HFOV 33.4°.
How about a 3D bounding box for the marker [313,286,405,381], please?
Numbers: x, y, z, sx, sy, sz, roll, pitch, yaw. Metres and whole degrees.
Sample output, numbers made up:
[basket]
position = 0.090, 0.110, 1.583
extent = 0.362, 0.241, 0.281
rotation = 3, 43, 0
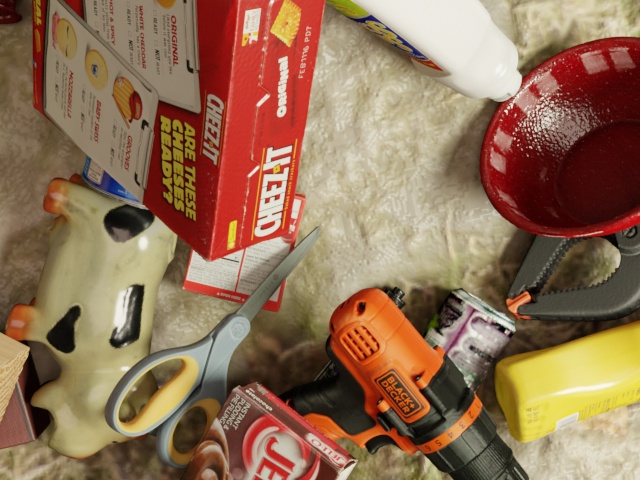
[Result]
[marker]
position = 0.022, 0.084, 0.793
extent = 0.020, 0.020, 0.121
rotation = 38, 92, -3

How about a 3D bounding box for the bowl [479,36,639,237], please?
[bowl]
position = 0.195, -0.061, 0.742
extent = 0.162, 0.162, 0.055
rotation = -47, 134, 2

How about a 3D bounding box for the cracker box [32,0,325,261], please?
[cracker box]
position = -0.096, -0.114, 0.645
extent = 0.071, 0.214, 0.164
rotation = -20, 133, -37

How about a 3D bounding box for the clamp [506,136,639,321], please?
[clamp]
position = 0.231, 0.002, 0.760
extent = 0.210, 0.036, 0.165
rotation = -39, 65, 5

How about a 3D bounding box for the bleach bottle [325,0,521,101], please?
[bleach bottle]
position = 0.061, -0.150, 0.686
extent = 0.250, 0.103, 0.068
rotation = 26, 94, -45

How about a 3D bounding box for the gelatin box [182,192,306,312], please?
[gelatin box]
position = -0.055, 0.001, 0.782
extent = 0.073, 0.030, 0.089
rotation = 13, 94, 0

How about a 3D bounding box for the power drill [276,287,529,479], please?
[power drill]
position = 0.029, 0.144, 0.741
extent = 0.188, 0.057, 0.184
rotation = -36, 93, 29

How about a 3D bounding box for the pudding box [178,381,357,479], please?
[pudding box]
position = -0.042, 0.164, 0.705
extent = 0.090, 0.039, 0.113
rotation = 35, 106, 19

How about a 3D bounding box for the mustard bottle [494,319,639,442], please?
[mustard bottle]
position = 0.222, 0.087, 0.758
extent = 0.191, 0.096, 0.058
rotation = -17, 65, 0

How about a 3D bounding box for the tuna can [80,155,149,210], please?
[tuna can]
position = -0.122, -0.050, 0.746
extent = 0.086, 0.086, 0.034
rotation = 17, 105, -2

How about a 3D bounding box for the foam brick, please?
[foam brick]
position = -0.236, 0.110, 0.775
extent = 0.051, 0.053, 0.078
rotation = -16, 93, 0

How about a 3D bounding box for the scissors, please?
[scissors]
position = -0.059, 0.081, 0.748
extent = 0.201, 0.016, 0.096
rotation = -35, 119, -25
